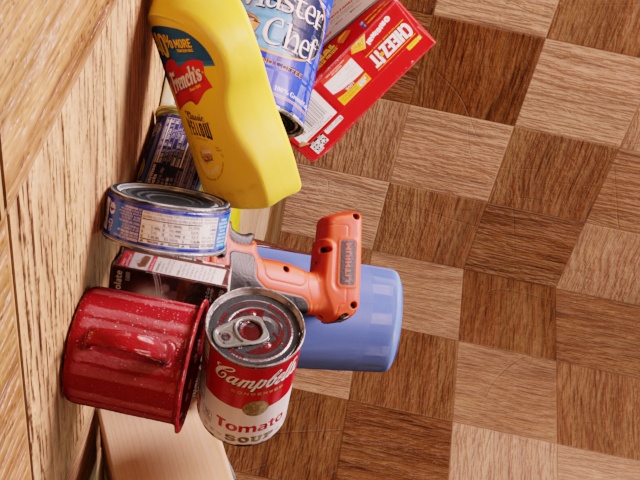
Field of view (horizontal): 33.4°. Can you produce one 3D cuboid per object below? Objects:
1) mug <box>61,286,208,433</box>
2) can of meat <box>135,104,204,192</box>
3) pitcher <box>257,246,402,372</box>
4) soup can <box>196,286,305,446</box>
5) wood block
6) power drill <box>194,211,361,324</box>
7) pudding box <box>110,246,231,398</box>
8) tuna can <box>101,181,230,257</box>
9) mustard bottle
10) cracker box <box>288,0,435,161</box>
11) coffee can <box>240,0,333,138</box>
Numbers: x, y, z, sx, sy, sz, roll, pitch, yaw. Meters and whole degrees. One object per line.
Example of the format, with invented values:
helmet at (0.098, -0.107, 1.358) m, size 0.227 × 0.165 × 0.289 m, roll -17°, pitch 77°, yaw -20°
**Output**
mug at (-0.126, 0.076, 0.717) m, size 0.117 × 0.081 × 0.093 m, roll 102°, pitch -1°, yaw -79°
can of meat at (-0.114, -0.045, 0.852) m, size 0.102 × 0.057 × 0.084 m, roll 100°, pitch 4°, yaw -65°
pitcher at (-0.041, 0.069, 1.087) m, size 0.149 × 0.242 × 0.145 m, roll -90°, pitch -173°, yaw -59°
soup can at (-0.051, 0.091, 0.753) m, size 0.102 × 0.068 × 0.068 m, roll 102°, pitch 0°, yaw -47°
wood block at (-0.109, 0.225, 0.832) m, size 0.090 × 0.090 × 0.206 m, roll 99°, pitch -25°, yaw -48°
power drill at (-0.056, 0.001, 0.965) m, size 0.057 × 0.187 × 0.184 m, roll 164°, pitch -70°, yaw -65°
pudding box at (-0.120, 0.066, 0.833) m, size 0.039 × 0.090 × 0.113 m, roll -81°, pitch -178°, yaw -63°
tuna can at (-0.105, -0.015, 0.732) m, size 0.086 × 0.086 × 0.034 m, roll -77°, pitch 177°, yaw -79°
mustard bottle at (-0.075, -0.119, 0.742) m, size 0.096 × 0.058 × 0.191 m, roll 20°, pitch -47°, yaw 54°
cracker box at (-0.001, -0.191, 1.063) m, size 0.164 × 0.072 × 0.214 m, roll -45°, pitch -147°, yaw 8°
coffee can at (-0.048, -0.169, 0.897) m, size 0.103 × 0.103 × 0.140 m, roll 101°, pitch 2°, yaw -79°
